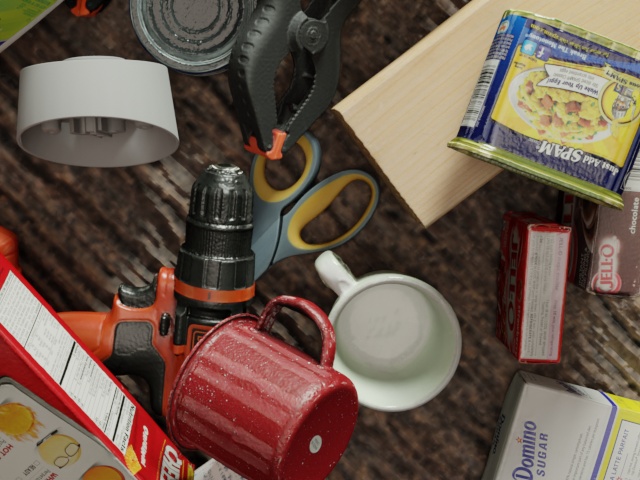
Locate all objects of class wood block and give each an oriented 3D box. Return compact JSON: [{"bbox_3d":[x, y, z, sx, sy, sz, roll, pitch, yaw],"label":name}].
[{"bbox_3d":[0.115,-0.109,0.667,0.206,0.090,0.091,-38,97,3],"label":"wood block"}]

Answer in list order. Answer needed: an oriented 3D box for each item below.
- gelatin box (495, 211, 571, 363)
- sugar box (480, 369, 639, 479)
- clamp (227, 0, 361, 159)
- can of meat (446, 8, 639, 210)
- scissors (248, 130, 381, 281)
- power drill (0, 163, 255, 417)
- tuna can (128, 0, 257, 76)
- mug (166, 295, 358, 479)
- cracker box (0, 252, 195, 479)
[{"bbox_3d":[0.136,0.029,0.694,0.030,0.073,0.089,2,97,-2],"label":"gelatin box"},{"bbox_3d":[0.206,0.156,0.728,0.176,0.048,0.093,16,97,0],"label":"sugar box"},{"bbox_3d":[-0.006,-0.136,0.672,0.120,0.039,0.171,0,110,-32],"label":"clamp"},{"bbox_3d":[0.134,-0.074,0.599,0.102,0.057,0.084,20,95,-5],"label":"can of meat"},{"bbox_3d":[-0.055,0.001,0.715,0.202,0.016,0.096,-32,91,8],"label":"scissors"},{"bbox_3d":[-0.136,0.034,0.684,0.187,0.057,0.184,7,103,2],"label":"power drill"},{"bbox_3d":[-0.079,-0.149,0.684,0.086,0.034,0.086,0,97,-2],"label":"tuna can"},{"bbox_3d":[-0.027,0.091,0.638,0.082,0.093,0.117,25,95,30],"label":"mug"},{"bbox_3d":[-0.204,0.121,0.644,0.164,0.072,0.213,-30,114,15],"label":"cracker box"}]
